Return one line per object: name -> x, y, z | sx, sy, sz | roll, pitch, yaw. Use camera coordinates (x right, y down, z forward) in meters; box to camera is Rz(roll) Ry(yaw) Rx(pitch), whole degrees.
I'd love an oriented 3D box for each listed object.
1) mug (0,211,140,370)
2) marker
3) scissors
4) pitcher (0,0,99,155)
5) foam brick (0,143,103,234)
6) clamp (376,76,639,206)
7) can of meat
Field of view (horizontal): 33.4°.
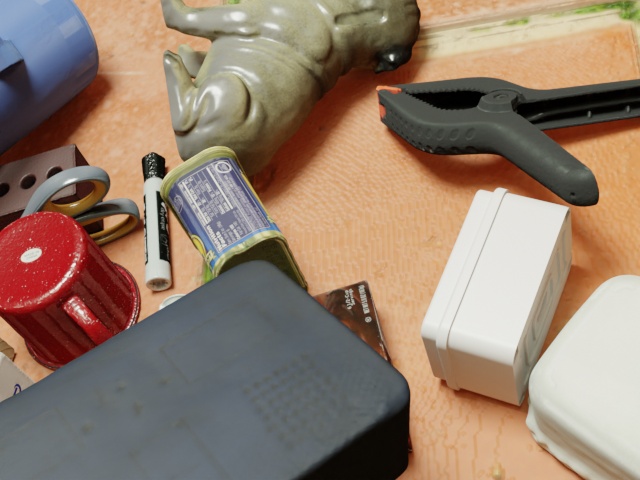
mug -> -0.178, 0.040, 0.742 | 0.093, 0.081, 0.117 | -41, 55, -10
marker -> -0.124, -0.018, 0.800 | 0.020, 0.020, 0.121 | -14, 55, 9
scissors -> -0.228, -0.005, 0.763 | 0.201, 0.096, 0.016 | -15, 58, -17
pitcher -> -0.284, -0.110, 0.813 | 0.149, 0.145, 0.242 | 30, 53, 23
foam brick -> -0.212, -0.031, 0.818 | 0.078, 0.051, 0.053 | -16, 54, 8
clamp -> 0.124, -0.077, 0.719 | 0.210, 0.036, 0.164 | 9, 33, 29
can of meat -> -0.055, 0.001, 0.717 | 0.057, 0.102, 0.084 | -31, 56, -4
